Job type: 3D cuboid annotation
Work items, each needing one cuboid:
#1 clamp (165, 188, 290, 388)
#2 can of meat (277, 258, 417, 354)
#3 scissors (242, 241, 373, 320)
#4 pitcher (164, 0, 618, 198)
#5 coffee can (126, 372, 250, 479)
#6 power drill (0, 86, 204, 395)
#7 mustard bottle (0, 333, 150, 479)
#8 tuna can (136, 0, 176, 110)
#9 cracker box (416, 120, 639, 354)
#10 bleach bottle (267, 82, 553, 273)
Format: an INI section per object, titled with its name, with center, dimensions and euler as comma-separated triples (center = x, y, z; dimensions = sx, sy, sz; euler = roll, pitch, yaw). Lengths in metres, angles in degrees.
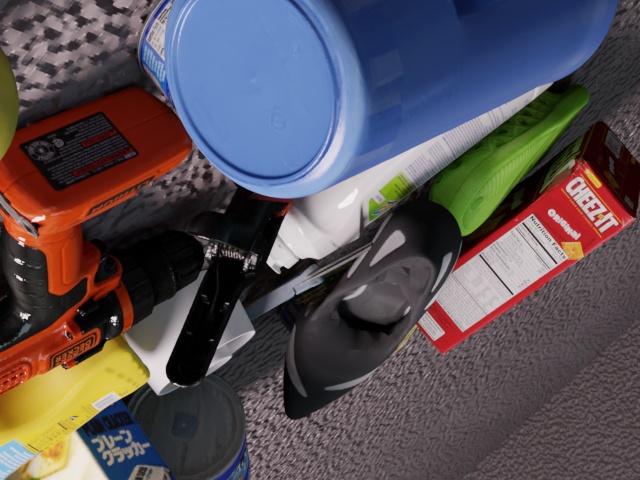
[clamp]
center = -0.054, 0.001, 0.683
dimensions = 0.171, 0.039, 0.120
euler = -67, 177, -51
[can of meat]
center = 0.024, 0.073, 0.973
dimensions = 0.101, 0.084, 0.058
euler = -23, 153, -36
[scissors]
center = -0.001, 0.023, 0.841
dimensions = 0.202, 0.016, 0.096
euler = -31, -178, 43
[pitcher]
center = 0.048, -0.113, 0.518
dimensions = 0.242, 0.145, 0.149
euler = -33, 142, -46
[coffee can]
center = -0.114, 0.183, 0.936
dimensions = 0.102, 0.103, 0.140
euler = -33, 158, -17
[power drill]
center = -0.128, 0.001, 0.617
dimensions = 0.184, 0.057, 0.188
euler = -32, 157, -36
[mustard bottle]
center = -0.209, 0.125, 0.724
dimensions = 0.191, 0.058, 0.096
euler = -36, 169, -10
[tuna can]
center = -0.052, -0.106, 0.565
dimensions = 0.086, 0.034, 0.086
euler = -34, 158, -16
[cracker box]
center = 0.184, -0.007, 0.975
dimensions = 0.214, 0.072, 0.164
euler = -40, -177, 26
[bleach bottle]
center = 0.053, -0.068, 0.780
dimensions = 0.251, 0.068, 0.102
euler = -40, 158, 6
